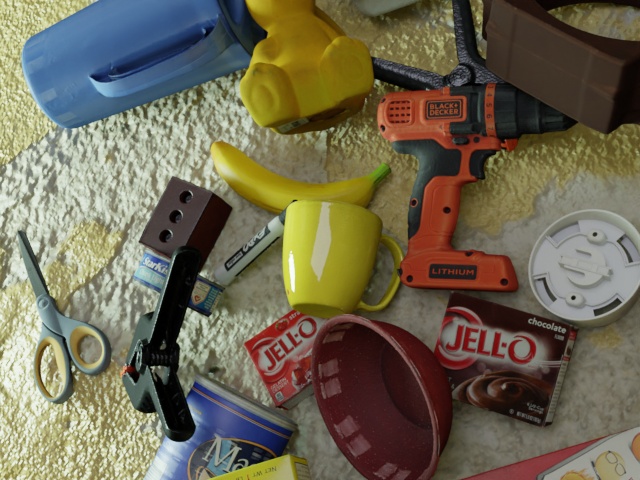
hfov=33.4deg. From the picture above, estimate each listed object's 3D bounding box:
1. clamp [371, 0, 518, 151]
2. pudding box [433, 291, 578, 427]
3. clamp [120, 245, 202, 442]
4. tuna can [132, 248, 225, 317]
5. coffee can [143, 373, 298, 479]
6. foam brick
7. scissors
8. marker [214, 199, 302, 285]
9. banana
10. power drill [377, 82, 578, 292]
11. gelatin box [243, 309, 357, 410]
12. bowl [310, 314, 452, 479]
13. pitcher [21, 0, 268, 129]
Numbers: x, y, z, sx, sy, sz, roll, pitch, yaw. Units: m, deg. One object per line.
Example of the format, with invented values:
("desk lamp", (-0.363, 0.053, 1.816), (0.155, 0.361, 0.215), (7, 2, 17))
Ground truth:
("clamp", (0.138, -0.160, 1.021), (0.171, 0.039, 0.120), (44, 96, 21))
("pudding box", (0.155, 0.101, 0.920), (0.114, 0.039, 0.090), (15, 90, 24))
("clamp", (-0.145, 0.114, 0.960), (0.036, 0.210, 0.164), (8, 66, -21))
("tuna can", (-0.137, 0.042, 1.032), (0.086, 0.086, 0.034), (24, 84, 26))
("coffee can", (-0.097, 0.204, 0.954), (0.103, 0.102, 0.140), (24, 82, 26))
("foam brick", (-0.134, -0.016, 1.069), (0.053, 0.051, 0.078), (22, 81, 25))
("scissors", (-0.268, 0.069, 1.112), (0.096, 0.016, 0.202), (-16, 68, 14))
("marker", (-0.057, 0.001, 1.032), (0.121, 0.020, 0.020), (-41, 62, 24))
("banana", (-0.030, -0.054, 1.053), (0.198, 0.037, 0.069), (11, 58, 22))
("power drill", (0.140, -0.048, 0.954), (0.185, 0.057, 0.187), (0, 83, 21))
("gelatin box", (-0.018, 0.104, 0.997), (0.089, 0.030, 0.073), (-34, 64, 7))
("bowl", (0.062, 0.132, 0.916), (0.055, 0.162, 0.162), (-20, 57, -35))
("pitcher", (-0.185, -0.200, 1.103), (0.243, 0.149, 0.145), (-20, 78, 17))
